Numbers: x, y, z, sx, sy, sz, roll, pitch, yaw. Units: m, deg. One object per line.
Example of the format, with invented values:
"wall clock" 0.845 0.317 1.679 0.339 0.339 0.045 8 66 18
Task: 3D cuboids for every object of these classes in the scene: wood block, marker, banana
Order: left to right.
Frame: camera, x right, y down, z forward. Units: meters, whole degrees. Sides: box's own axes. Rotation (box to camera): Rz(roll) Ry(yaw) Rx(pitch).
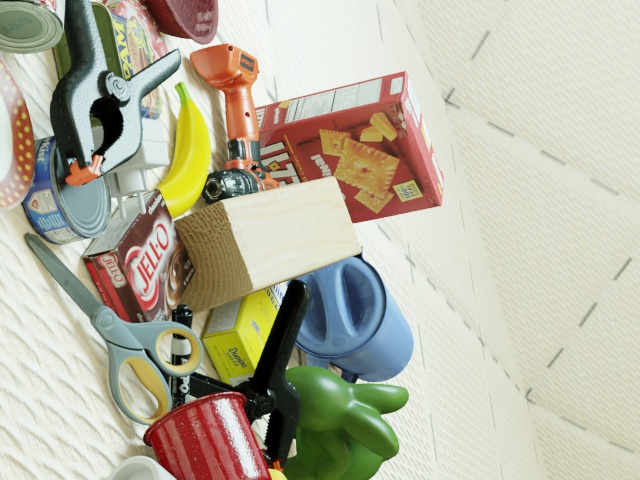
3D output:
"banana" -0.140 -0.073 1.051 0.069 0.037 0.197 43 32 -31
"marker" -0.122 0.113 0.924 0.020 0.020 0.121 -52 148 -69
"wood block" -0.057 0.002 1.063 0.205 0.091 0.090 -17 86 -58

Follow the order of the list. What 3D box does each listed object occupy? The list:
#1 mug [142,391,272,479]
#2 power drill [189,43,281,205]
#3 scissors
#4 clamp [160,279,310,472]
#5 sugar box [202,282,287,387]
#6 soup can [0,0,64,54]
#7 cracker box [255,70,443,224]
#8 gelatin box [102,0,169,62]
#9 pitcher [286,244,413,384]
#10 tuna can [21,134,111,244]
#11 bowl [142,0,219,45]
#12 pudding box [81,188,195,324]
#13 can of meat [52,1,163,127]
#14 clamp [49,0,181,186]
"mug" -0.095 0.190 0.891 0.093 0.117 0.081 -6 59 -37
"power drill" -0.098 -0.118 1.183 0.184 0.057 0.187 6 75 -76
"scissors" -0.155 0.058 0.854 0.096 0.016 0.202 -35 120 -30
"clamp" -0.073 0.153 1.025 0.036 0.164 0.210 34 -42 43
"sugar box" -0.073 0.083 1.136 0.176 0.048 0.093 -75 149 -55
"soup can" -0.224 -0.199 0.795 0.068 0.069 0.102 47 34 -60
"cracker box" 0.027 -0.100 1.305 0.072 0.214 0.164 -79 151 -50
"gelatin box" -0.177 -0.189 1.012 0.073 0.030 0.089 -79 152 -53
"pitcher" 0.043 0.121 1.382 0.145 0.149 0.242 59 5 24
"tuna can" -0.198 -0.040 0.827 0.086 0.034 0.086 -12 90 -74
"bowl" -0.161 -0.271 1.080 0.162 0.055 0.162 -12 90 -74
"pudding box" -0.154 0.021 0.919 0.113 0.039 0.090 -72 147 -59
"can of meat" -0.182 -0.146 0.920 0.084 0.057 0.102 -7 85 -76
"clamp" -0.160 -0.114 0.834 0.120 0.039 0.171 21 60 -37
